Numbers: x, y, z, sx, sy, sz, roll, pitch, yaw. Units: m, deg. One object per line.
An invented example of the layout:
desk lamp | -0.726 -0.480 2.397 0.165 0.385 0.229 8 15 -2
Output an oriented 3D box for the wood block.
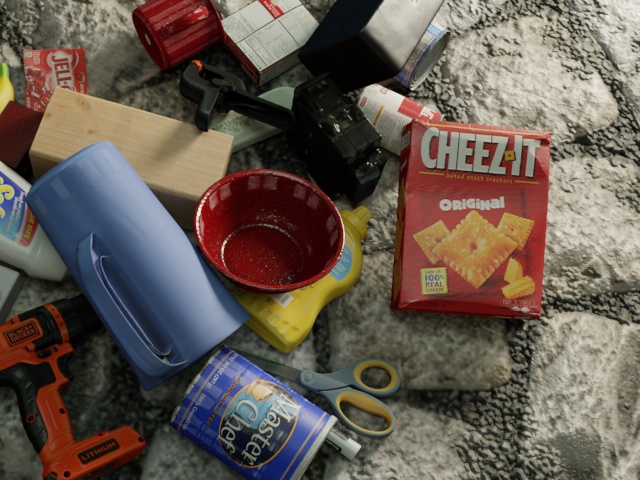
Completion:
wood block | -0.210 -0.088 1.201 0.206 0.091 0.090 16 65 -1

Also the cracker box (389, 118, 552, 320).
cracker box | 0.169 -0.022 1.203 0.164 0.072 0.214 5 86 -6

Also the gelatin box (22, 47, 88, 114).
gelatin box | -0.312 -0.184 1.261 0.073 0.030 0.089 -4 67 -10

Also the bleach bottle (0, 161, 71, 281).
bleach bottle | -0.344 -0.036 1.149 0.250 0.068 0.102 30 59 -5

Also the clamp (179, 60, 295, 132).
clamp | -0.121 -0.164 1.228 0.120 0.039 0.172 -4 28 -41

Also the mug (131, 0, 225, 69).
mug | -0.168 -0.257 1.272 0.081 0.117 0.093 -32 107 -15

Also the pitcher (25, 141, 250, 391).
pitcher | -0.193 0.025 1.086 0.144 0.149 0.243 -37 94 -27

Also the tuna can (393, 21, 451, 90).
tuna can | 0.122 -0.230 1.313 0.034 0.086 0.086 36 66 10

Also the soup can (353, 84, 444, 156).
soup can | 0.088 -0.141 1.279 0.102 0.068 0.068 26 65 4

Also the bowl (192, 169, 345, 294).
bowl | -0.057 0.001 1.135 0.162 0.055 0.162 6 51 -8

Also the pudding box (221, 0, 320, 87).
pudding box | -0.061 -0.255 1.324 0.113 0.039 0.090 -35 77 -18

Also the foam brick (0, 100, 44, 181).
foam brick | -0.346 -0.109 1.211 0.051 0.053 0.078 24 66 3

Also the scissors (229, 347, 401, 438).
scissors | 0.002 0.141 1.172 0.202 0.016 0.096 33 65 7

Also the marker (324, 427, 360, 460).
marker | -0.011 0.193 1.145 0.121 0.020 0.020 35 66 7

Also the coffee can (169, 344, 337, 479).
coffee can | -0.068 0.187 1.093 0.140 0.103 0.102 33 66 7

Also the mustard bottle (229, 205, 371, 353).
mustard bottle | -0.009 0.029 1.195 0.096 0.058 0.191 38 67 15

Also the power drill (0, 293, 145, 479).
power drill | -0.257 0.151 1.101 0.184 0.057 0.188 -24 72 -31
